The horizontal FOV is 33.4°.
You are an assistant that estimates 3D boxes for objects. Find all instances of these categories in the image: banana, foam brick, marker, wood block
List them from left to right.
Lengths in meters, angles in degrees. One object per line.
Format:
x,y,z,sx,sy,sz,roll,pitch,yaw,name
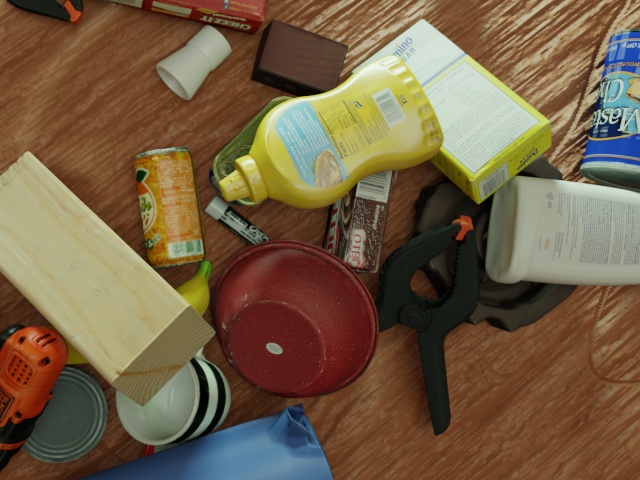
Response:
-0.199,0.032,0.902,0.206,0.091,0.090,41,80,20,wood block
-0.180,0.077,0.965,0.197,0.070,0.037,-20,119,-12,banana
-0.057,0.001,1.010,0.121,0.020,0.020,38,82,-8,marker
-0.021,-0.167,1.004,0.078,0.053,0.051,18,85,-10,foam brick

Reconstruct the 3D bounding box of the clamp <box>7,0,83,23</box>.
-0.268,-0.274,0.961,0.171,0.039,0.120,42,97,-13,clamp

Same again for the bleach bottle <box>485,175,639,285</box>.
0.284,0.004,1.007,0.250,0.068,0.102,8,87,-16,bleach bottle

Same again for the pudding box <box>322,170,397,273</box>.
0.034,-0.026,0.994,0.039,0.090,0.113,14,85,-14,pudding box

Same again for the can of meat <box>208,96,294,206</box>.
-0.055,-0.078,0.979,0.057,0.084,0.102,45,81,-8,can of meat

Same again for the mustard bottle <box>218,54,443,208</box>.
0.002,-0.081,0.916,0.191,0.058,0.096,-25,80,-11,mustard bottle

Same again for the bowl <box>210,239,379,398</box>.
-0.032,0.083,0.954,0.162,0.055,0.162,7,115,15,bowl

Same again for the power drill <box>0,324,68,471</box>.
-0.314,0.102,0.906,0.188,0.057,0.185,38,119,6,power drill

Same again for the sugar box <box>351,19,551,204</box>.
0.120,-0.122,0.991,0.093,0.048,0.176,-37,57,-10,sugar box

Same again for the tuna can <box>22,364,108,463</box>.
-0.235,0.155,0.964,0.086,0.034,0.086,0,89,-12,tuna can

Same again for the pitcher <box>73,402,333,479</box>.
-0.106,0.243,0.917,0.242,0.145,0.149,-14,80,-10,pitcher

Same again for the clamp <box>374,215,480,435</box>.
0.094,0.075,0.992,0.164,0.036,0.210,33,107,-6,clamp
